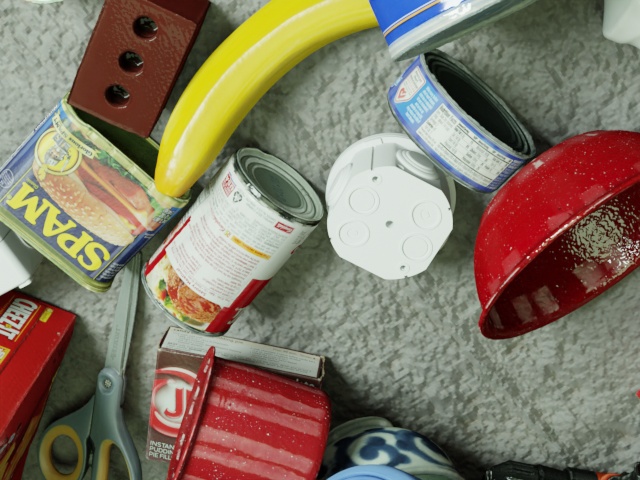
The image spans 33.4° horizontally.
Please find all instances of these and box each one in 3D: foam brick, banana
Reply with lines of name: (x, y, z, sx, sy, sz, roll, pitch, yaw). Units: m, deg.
foam brick: (-0.104, -0.109, 0.615, 0.053, 0.051, 0.078, 24, 116, -8)
banana: (-0.023, -0.101, 0.605, 0.198, 0.070, 0.037, -31, 151, 13)

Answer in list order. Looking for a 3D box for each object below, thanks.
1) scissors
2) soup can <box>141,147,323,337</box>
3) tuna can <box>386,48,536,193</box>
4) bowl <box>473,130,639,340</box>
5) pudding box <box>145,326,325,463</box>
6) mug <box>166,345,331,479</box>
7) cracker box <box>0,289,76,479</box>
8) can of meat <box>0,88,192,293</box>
scissors: (-0.160, 0.102, 0.741, 0.096, 0.016, 0.202, 5, 102, 26)
soup can: (-0.054, 0.001, 0.656, 0.068, 0.068, 0.102, 36, 113, -12)
tuna can: (0.079, -0.067, 0.601, 0.086, 0.086, 0.034, 38, 115, -13)
bowl: (0.144, -0.012, 0.611, 0.162, 0.161, 0.055, -43, 65, 22)
pudding box: (-0.059, 0.113, 0.728, 0.113, 0.039, 0.090, 10, 115, 0)
mug: (-0.047, 0.131, 0.665, 0.081, 0.093, 0.117, 18, 117, -8)
cracker box: (-0.238, 0.160, 0.697, 0.072, 0.164, 0.214, 21, 116, -4)
can of meat: (-0.141, -0.032, 0.654, 0.102, 0.057, 0.084, 42, 110, -16)
